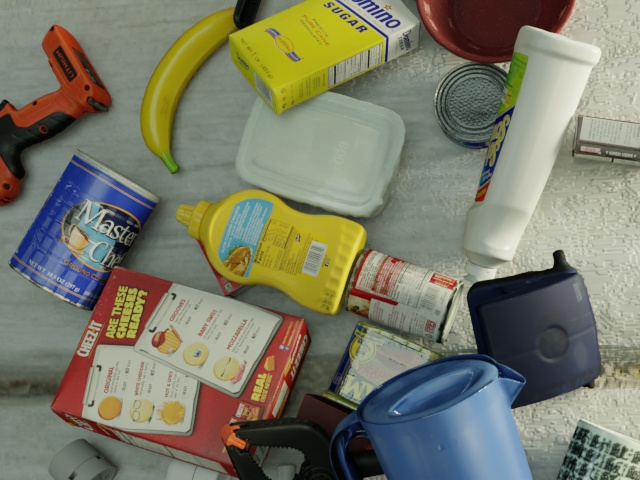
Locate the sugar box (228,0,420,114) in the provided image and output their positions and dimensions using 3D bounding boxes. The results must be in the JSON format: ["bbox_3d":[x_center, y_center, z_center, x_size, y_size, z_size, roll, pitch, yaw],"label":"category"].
[{"bbox_3d":[0.005,-0.205,1.092,0.176,0.048,0.093,-30,61,-14],"label":"sugar box"}]

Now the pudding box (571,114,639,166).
[{"bbox_3d":[0.286,-0.092,1.014,0.090,0.113,0.039,9,96,13],"label":"pudding box"}]

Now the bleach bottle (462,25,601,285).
[{"bbox_3d":[0.189,-0.073,1.020,0.068,0.102,0.251,14,105,-6],"label":"bleach bottle"}]

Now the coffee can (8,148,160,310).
[{"bbox_3d":[-0.248,-0.011,1.127,0.103,0.102,0.140,31,89,15],"label":"coffee can"}]

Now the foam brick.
[{"bbox_3d":[0.015,0.191,1.061,0.078,0.051,0.053,23,87,15],"label":"foam brick"}]

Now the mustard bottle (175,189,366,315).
[{"bbox_3d":[-0.057,0.001,1.073,0.192,0.058,0.096,19,88,12],"label":"mustard bottle"}]

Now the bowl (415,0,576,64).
[{"bbox_3d":[0.180,-0.249,1.092,0.162,0.055,0.162,-2,79,11],"label":"bowl"}]

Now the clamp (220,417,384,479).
[{"bbox_3d":[-0.007,0.235,0.997,0.209,0.036,0.164,25,90,-20],"label":"clamp"}]

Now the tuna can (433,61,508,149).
[{"bbox_3d":[0.160,-0.137,1.091,0.086,0.033,0.086,-2,81,12],"label":"tuna can"}]

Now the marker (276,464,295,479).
[{"bbox_3d":[-0.032,0.287,1.072,0.020,0.020,0.121,-5,80,12],"label":"marker"}]

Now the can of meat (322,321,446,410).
[{"bbox_3d":[0.066,0.136,1.056,0.102,0.057,0.084,22,84,15],"label":"can of meat"}]

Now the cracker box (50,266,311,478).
[{"bbox_3d":[-0.136,0.134,1.076,0.214,0.072,0.164,14,65,15],"label":"cracker box"}]

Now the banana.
[{"bbox_3d":[-0.150,-0.174,1.169,0.069,0.037,0.198,23,88,-4],"label":"banana"}]

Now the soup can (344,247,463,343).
[{"bbox_3d":[0.083,0.055,1.059,0.102,0.068,0.068,19,85,14],"label":"soup can"}]

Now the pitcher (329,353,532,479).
[{"bbox_3d":[0.124,0.237,0.960,0.144,0.149,0.243,-27,102,-33],"label":"pitcher"}]

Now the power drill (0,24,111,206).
[{"bbox_3d":[-0.344,-0.157,1.198,0.188,0.057,0.184,-36,79,8],"label":"power drill"}]
